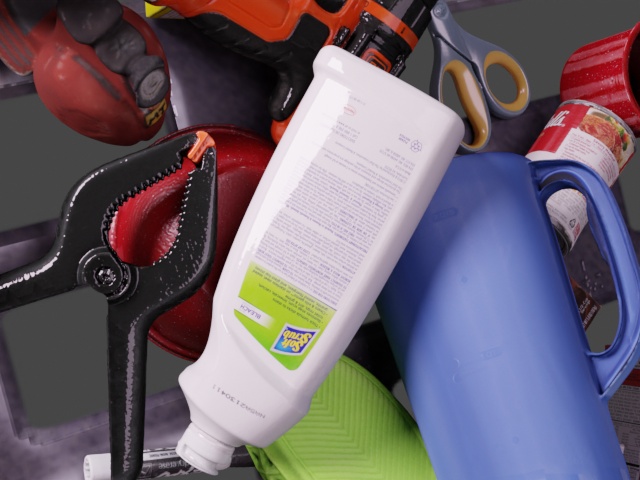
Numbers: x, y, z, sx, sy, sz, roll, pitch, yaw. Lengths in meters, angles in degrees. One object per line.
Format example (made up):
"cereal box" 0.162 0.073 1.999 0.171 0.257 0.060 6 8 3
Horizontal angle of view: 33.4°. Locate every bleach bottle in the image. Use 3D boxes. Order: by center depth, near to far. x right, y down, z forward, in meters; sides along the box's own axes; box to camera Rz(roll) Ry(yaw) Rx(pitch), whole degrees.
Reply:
"bleach bottle" -0.017 0.018 0.630 0.102 0.068 0.251 30 89 10

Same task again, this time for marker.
"marker" -0.090 0.141 0.684 0.120 0.020 0.020 -1 88 -26

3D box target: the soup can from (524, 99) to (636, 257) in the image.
"soup can" 0.182 -0.045 0.800 0.068 0.069 0.102 42 71 -18

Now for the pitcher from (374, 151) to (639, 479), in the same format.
"pitcher" 0.119 0.071 0.674 0.144 0.149 0.243 -6 67 -24

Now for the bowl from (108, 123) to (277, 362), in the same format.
"bowl" -0.055 0.001 0.689 0.161 0.055 0.162 2 86 -26

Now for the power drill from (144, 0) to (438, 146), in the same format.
"power drill" -0.013 -0.162 0.664 0.187 0.057 0.184 34 89 -32

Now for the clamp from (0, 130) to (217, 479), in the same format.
"clamp" -0.135 0.020 0.624 0.164 0.036 0.210 29 88 -5

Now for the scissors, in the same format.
"scissors" 0.103 -0.166 0.797 0.096 0.016 0.202 -14 93 -28
